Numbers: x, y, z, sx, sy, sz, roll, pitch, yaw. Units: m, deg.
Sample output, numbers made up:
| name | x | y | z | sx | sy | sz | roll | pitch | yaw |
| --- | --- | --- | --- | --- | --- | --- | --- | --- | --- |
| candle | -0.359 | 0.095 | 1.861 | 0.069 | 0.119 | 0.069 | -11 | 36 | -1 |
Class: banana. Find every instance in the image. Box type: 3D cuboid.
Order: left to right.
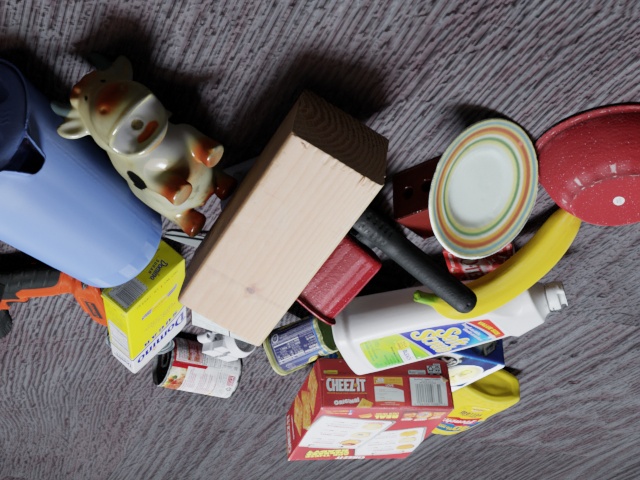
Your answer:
| name | x | y | z | sx | sy | sz | roll | pitch | yaw |
| --- | --- | --- | --- | --- | --- | --- | --- | --- | --- |
| banana | 0.196 | 0.031 | 1.108 | 0.198 | 0.037 | 0.069 | -33 | 139 | 8 |

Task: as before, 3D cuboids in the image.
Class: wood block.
| name | x | y | z | sx | sy | sz | roll | pitch | yaw |
| --- | --- | --- | --- | --- | --- | --- | --- | --- | --- |
| wood block | -0.034 | -0.018 | 0.947 | 0.090 | 0.090 | 0.206 | 31 | 121 | -12 |

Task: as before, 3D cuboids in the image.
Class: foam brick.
| name | x | y | z | sx | sy | sz | roll | pitch | yaw |
| --- | --- | --- | --- | --- | --- | --- | --- | --- | --- |
| foam brick | 0.116 | -0.043 | 1.029 | 0.078 | 0.053 | 0.051 | -22 | 144 | 34 |

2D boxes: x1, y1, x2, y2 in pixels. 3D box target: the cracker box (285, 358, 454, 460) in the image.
| name | x | y | z | sx | sy | sz | roll | pitch | yaw |
| --- | --- | --- | --- | --- | --- | --- | --- | --- | --- |
| cracker box | 0.054 | 0.213 | 1.335 | 0.164 | 0.072 | 0.214 | 2 | 153 | -12 |

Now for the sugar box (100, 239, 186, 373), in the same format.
| name | x | y | z | sx | sy | sz | roll | pitch | yaw |
| --- | --- | --- | --- | --- | --- | --- | --- | --- | --- |
| sugar box | -0.197 | 0.079 | 1.216 | 0.048 | 0.093 | 0.176 | 38 | 155 | 16 |

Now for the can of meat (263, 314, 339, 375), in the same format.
| name | x | y | z | sx | sy | sz | roll | pitch | yaw |
| --- | --- | --- | --- | --- | --- | --- | --- | --- | --- |
| can of meat | -0.005 | 0.117 | 1.294 | 0.084 | 0.057 | 0.101 | -26 | 173 | 34 |

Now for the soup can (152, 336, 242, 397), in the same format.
| name | x | y | z | sx | sy | sz | roll | pitch | yaw |
| --- | --- | --- | --- | --- | --- | --- | --- | --- | --- |
| soup can | -0.162 | 0.167 | 1.406 | 0.102 | 0.068 | 0.069 | 15 | 148 | -26 |

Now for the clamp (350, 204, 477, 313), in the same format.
| name | x | y | z | sx | sy | sz | roll | pitch | yaw |
| --- | --- | --- | --- | --- | --- | --- | --- | --- | --- |
| clamp | 0.058 | -0.007 | 1.041 | 0.209 | 0.165 | 0.036 | 38 | 91 | -38 |

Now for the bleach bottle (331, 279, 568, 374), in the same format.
| name | x | y | z | sx | sy | sz | roll | pitch | yaw |
| --- | --- | --- | --- | --- | --- | --- | --- | --- | --- |
| bleach bottle | 0.145 | 0.082 | 1.182 | 0.251 | 0.068 | 0.102 | -14 | 142 | 13 |

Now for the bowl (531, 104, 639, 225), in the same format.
| name | x | y | z | sx | sy | sz | roll | pitch | yaw |
| --- | --- | --- | --- | --- | --- | --- | --- | --- | --- |
| bowl | 0.278 | -0.059 | 0.995 | 0.162 | 0.055 | 0.162 | 1 | 151 | 0 |

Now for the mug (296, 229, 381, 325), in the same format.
| name | x | y | z | sx | sy | sz | roll | pitch | yaw |
| --- | --- | --- | --- | --- | --- | --- | --- | --- | --- |
| mug | 0.001 | 0.018 | 1.092 | 0.081 | 0.117 | 0.093 | -47 | 151 | 7 |

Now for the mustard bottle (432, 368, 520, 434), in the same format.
| name | x | y | z | sx | sy | sz | roll | pitch | yaw |
| --- | --- | --- | --- | --- | --- | --- | --- | --- | --- |
| mustard bottle | 0.199 | 0.237 | 1.539 | 0.096 | 0.058 | 0.192 | 11 | 150 | -19 |

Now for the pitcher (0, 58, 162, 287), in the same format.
| name | x | y | z | sx | sy | sz | roll | pitch | yaw |
| --- | --- | --- | --- | --- | --- | --- | --- | --- | --- |
| pitcher | -0.255 | -0.051 | 0.963 | 0.145 | 0.149 | 0.242 | -25 | 149 | 13 |

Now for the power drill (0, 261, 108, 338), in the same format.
| name | x | y | z | sx | sy | sz | roll | pitch | yaw |
| --- | --- | --- | --- | --- | --- | --- | --- | --- | --- |
| power drill | -0.331 | 0.065 | 1.230 | 0.187 | 0.057 | 0.184 | -1 | 150 | 3 |

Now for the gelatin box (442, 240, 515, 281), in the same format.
| name | x | y | z | sx | sy | sz | roll | pitch | yaw |
| --- | --- | --- | --- | --- | --- | --- | --- | --- | --- |
| gelatin box | 0.175 | 0.018 | 1.164 | 0.073 | 0.030 | 0.089 | -7 | 150 | 12 |
